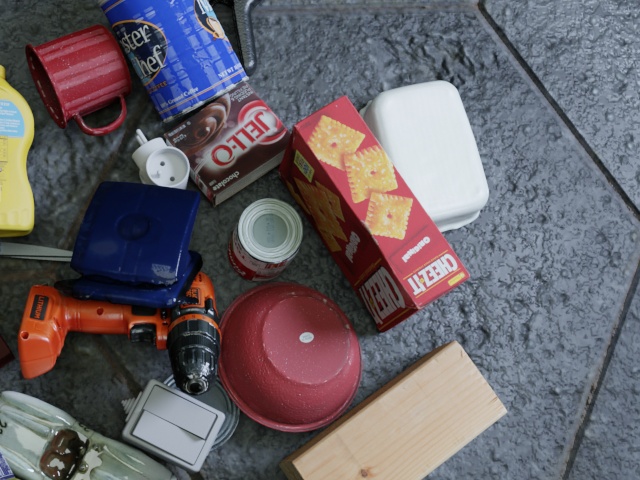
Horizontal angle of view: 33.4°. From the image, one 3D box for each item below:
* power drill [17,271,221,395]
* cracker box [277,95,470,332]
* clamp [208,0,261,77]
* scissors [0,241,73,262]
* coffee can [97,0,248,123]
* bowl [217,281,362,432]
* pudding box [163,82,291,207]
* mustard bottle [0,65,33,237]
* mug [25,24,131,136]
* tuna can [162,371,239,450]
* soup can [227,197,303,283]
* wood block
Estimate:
[{"bbox_3d":[-0.189,0.091,1.023,0.187,0.184,0.057,-1,116,-7],"label":"power drill"},{"bbox_3d":[0.044,-0.020,1.081,0.072,0.164,0.214,-31,83,-14],"label":"cracker box"},{"bbox_3d":[-0.095,-0.266,1.183,0.120,0.039,0.171,32,80,-8],"label":"clamp"},{"bbox_3d":[-0.349,0.023,1.080,0.201,0.016,0.096,21,76,-4],"label":"scissors"},{"bbox_3d":[-0.151,-0.207,1.103,0.102,0.103,0.140,-30,101,-15],"label":"coffee can"},{"bbox_3d":[-0.023,0.108,1.077,0.162,0.055,0.162,8,64,-18],"label":"bowl"},{"bbox_3d":[-0.095,-0.102,1.135,0.113,0.039,0.090,-36,74,-15],"label":"pudding box"},{"bbox_3d":[-0.336,-0.101,1.068,0.096,0.058,0.191,0,80,-14],"label":"mustard bottle"},{"bbox_3d":[-0.243,-0.163,1.105,0.081,0.093,0.117,-26,79,-20],"label":"mug"},{"bbox_3d":[-0.125,0.171,1.073,0.086,0.034,0.086,2,76,-9],"label":"tuna can"},{"bbox_3d":[-0.057,0.001,1.090,0.068,0.102,0.068,2,77,-10],"label":"soup can"},{"bbox_3d":[0.071,0.199,1.072,0.206,0.090,0.091,-34,85,-16],"label":"wood block"}]
